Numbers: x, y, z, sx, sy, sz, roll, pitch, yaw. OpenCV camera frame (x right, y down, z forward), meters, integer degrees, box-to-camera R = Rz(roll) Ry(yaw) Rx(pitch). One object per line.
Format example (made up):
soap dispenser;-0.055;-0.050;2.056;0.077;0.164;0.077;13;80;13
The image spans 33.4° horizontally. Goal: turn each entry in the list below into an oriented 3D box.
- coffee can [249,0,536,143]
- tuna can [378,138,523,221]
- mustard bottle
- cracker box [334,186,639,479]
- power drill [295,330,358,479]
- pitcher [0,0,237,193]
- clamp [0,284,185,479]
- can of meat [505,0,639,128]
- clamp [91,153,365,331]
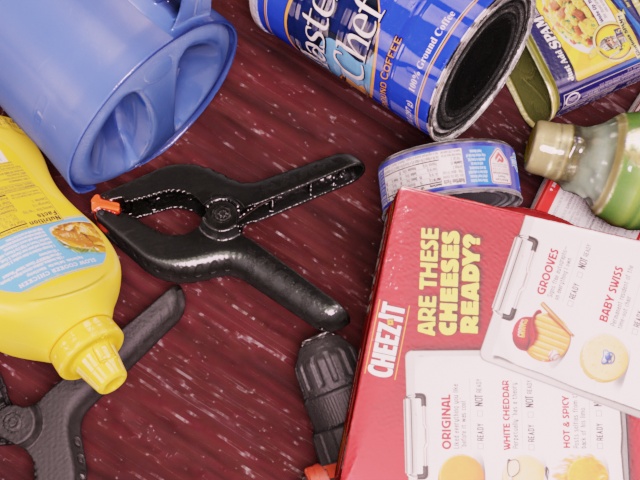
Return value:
coffee can;0.042;-0.138;0.641;0.140;0.103;0.102;36;79;20
tuna can;0.078;-0.034;0.651;0.086;0.086;0.034;-5;79;-4
mustard bottle;-0.171;0.011;0.611;0.096;0.058;0.192;-21;61;-42
cracker box;0.127;0.076;0.585;0.213;0.072;0.164;12;79;-1
power drill;-0.032;0.165;0.624;0.187;0.057;0.184;-21;81;-6
pitcher;-0.171;-0.160;0.632;0.243;0.145;0.149;44;88;8
clamp;-0.189;0.102;0.636;0.164;0.036;0.210;17;76;1
can of meat;0.158;-0.136;0.689;0.084;0.057;0.102;-24;82;-9
clamp;-0.054;0.001;0.654;0.171;0.039;0.120;-3;56;-1
